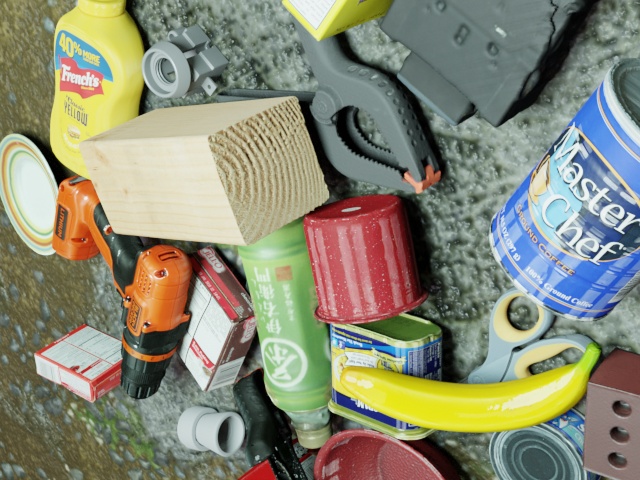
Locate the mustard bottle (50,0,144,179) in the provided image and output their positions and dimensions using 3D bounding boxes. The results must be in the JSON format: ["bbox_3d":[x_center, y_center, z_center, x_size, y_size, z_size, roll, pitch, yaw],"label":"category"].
[{"bbox_3d":[-0.201,-0.152,0.966,0.096,0.058,0.192,33,129,29],"label":"mustard bottle"}]

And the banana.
[{"bbox_3d":[0.115,0.114,0.804,0.198,0.037,0.069,-9,108,17],"label":"banana"}]

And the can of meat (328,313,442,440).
[{"bbox_3d":[0.054,0.105,0.880,0.102,0.057,0.084,14,114,43],"label":"can of meat"}]

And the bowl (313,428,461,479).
[{"bbox_3d":[0.073,0.224,0.935,0.162,0.055,0.162,19,123,32],"label":"bowl"}]

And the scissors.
[{"bbox_3d":[0.127,0.092,0.851,0.202,0.016,0.096,-18,98,43],"label":"scissors"}]

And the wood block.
[{"bbox_3d":[-0.101,-0.057,0.877,0.207,0.090,0.090,4,119,51],"label":"wood block"}]

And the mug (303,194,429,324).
[{"bbox_3d":[0.030,0.010,0.849,0.117,0.093,0.081,-148,45,-72],"label":"mug"}]

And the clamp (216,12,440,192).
[{"bbox_3d":[0.005,-0.106,0.835,0.210,0.036,0.165,48,138,11],"label":"clamp"}]

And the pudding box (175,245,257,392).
[{"bbox_3d":[-0.105,0.075,1.001,0.090,0.039,0.114,52,138,26],"label":"pudding box"}]

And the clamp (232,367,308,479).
[{"bbox_3d":[-0.041,0.184,0.963,0.039,0.171,0.120,-24,117,2],"label":"clamp"}]

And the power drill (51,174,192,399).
[{"bbox_3d":[-0.192,0.038,1.026,0.188,0.057,0.185,48,135,31],"label":"power drill"}]

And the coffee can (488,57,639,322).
[{"bbox_3d":[0.187,-0.030,0.679,0.103,0.102,0.140,44,133,13],"label":"coffee can"}]

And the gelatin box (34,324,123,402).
[{"bbox_3d":[-0.247,0.130,1.137,0.089,0.073,0.030,20,124,30],"label":"gelatin box"}]

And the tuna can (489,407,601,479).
[{"bbox_3d":[0.176,0.169,0.837,0.086,0.033,0.086,19,122,32],"label":"tuna can"}]
